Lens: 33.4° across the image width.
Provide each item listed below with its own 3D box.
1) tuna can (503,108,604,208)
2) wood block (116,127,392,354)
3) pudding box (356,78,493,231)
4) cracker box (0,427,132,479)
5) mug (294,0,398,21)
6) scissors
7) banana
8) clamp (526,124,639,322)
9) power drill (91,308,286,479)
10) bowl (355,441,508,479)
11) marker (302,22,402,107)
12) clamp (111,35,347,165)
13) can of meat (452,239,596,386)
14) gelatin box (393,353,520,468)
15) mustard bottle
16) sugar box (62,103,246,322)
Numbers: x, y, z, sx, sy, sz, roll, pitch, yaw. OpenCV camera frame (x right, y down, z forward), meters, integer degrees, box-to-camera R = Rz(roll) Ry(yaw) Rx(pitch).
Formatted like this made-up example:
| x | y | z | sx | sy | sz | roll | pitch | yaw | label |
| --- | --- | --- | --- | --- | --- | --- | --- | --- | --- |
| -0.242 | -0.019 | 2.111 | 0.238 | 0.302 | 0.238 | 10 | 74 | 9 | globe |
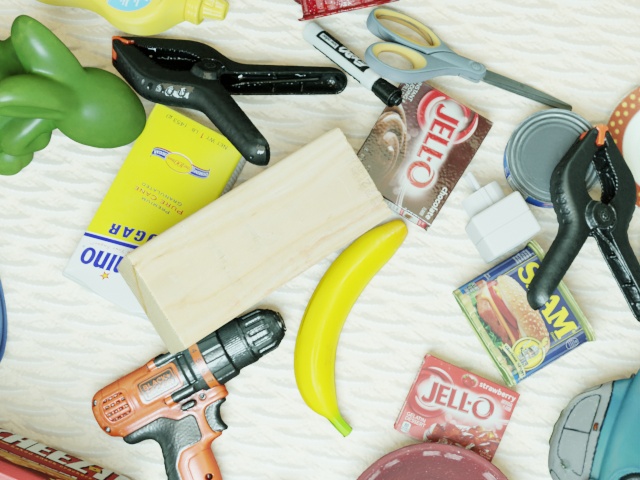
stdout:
| x | y | z | sx | sy | sz | roll | pitch | yaw | label |
| --- | --- | --- | --- | --- | --- | --- | --- | --- | --- |
| 0.206 | -0.072 | 0.949 | 0.086 | 0.034 | 0.086 | 0 | 83 | 2 | tuna can |
| -0.056 | 0.001 | 0.894 | 0.206 | 0.091 | 0.090 | -33 | 91 | -17 | wood block |
| 0.087 | -0.079 | 0.952 | 0.090 | 0.039 | 0.113 | 31 | 85 | 6 | pudding box |
| -0.236 | 0.204 | 0.844 | 0.164 | 0.213 | 0.072 | 21 | 83 | 4 | cracker box |
| 0.010 | -0.242 | 0.947 | 0.093 | 0.117 | 0.081 | -21 | 105 | -37 | mug |
| 0.123 | -0.145 | 0.950 | 0.202 | 0.016 | 0.096 | 31 | 47 | 7 | scissors |
| 0.019 | 0.069 | 0.942 | 0.069 | 0.037 | 0.198 | 18 | 85 | -14 | banana |
| 0.220 | -0.012 | 0.893 | 0.120 | 0.039 | 0.171 | 1 | 76 | -26 | clamp |
| -0.082 | 0.171 | 0.922 | 0.184 | 0.057 | 0.188 | -28 | 80 | 2 | power drill |
| 0.094 | 0.251 | 0.903 | 0.162 | 0.055 | 0.162 | 0 | 83 | 2 | bowl |
| 0.029 | -0.157 | 0.954 | 0.020 | 0.020 | 0.121 | -45 | 63 | -3 | marker |
| -0.089 | -0.142 | 0.948 | 0.210 | 0.164 | 0.036 | 26 | 129 | 22 | clamp |
| 0.174 | 0.064 | 0.923 | 0.084 | 0.057 | 0.102 | -31 | 83 | 1 | can of meat |
| 0.118 | 0.148 | 0.928 | 0.089 | 0.030 | 0.073 | 24 | 84 | 5 | gelatin box |
| -0.175 | -0.241 | 0.974 | 0.191 | 0.058 | 0.096 | 20 | 77 | 5 | mustard bottle |
| -0.146 | -0.024 | 0.953 | 0.093 | 0.048 | 0.176 | 27 | 84 | 5 | sugar box |
